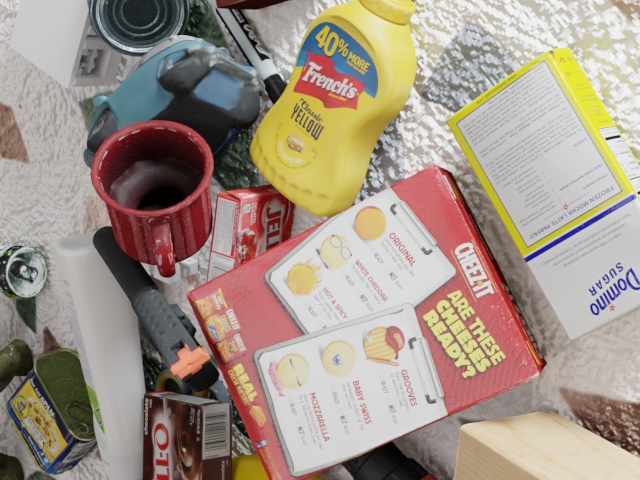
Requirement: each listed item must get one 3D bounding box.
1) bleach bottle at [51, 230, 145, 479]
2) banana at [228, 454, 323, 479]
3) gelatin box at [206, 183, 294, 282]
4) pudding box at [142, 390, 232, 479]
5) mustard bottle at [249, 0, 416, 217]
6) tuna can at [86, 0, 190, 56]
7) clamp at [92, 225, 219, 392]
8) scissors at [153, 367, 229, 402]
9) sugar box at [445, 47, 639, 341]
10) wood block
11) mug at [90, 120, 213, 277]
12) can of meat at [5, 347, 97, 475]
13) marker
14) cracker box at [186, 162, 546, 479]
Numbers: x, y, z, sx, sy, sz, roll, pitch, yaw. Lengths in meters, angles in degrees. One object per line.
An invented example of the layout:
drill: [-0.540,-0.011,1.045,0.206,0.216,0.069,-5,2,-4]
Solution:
bleach bottle: [-0.195,0.121,1.003,0.103,0.068,0.251,-154,55,-69]
banana: [-0.038,0.220,0.911,0.198,0.037,0.069,17,87,44]
gelatin box: [-0.056,0.001,0.875,0.030,0.073,0.089,18,108,32]
pudding box: [-0.119,0.194,0.941,0.090,0.039,0.113,1,88,46]
mustard bottle: [0.020,-0.118,0.806,0.096,0.058,0.192,45,121,28]
tuna can: [-0.154,-0.200,0.904,0.086,0.086,0.034,-61,28,28]
clamp: [-0.129,0.063,0.862,0.164,0.036,0.210,55,172,-11]
scissors: [-0.140,0.204,1.011,0.096,0.016,0.202,39,119,27]
sugar box: [0.168,-0.031,0.717,0.093,0.048,0.176,-34,81,36]
wood block: [0.181,0.192,0.674,0.206,0.090,0.091,25,114,56]
mug: [-0.125,-0.024,0.834,0.081,0.093,0.117,90,167,-56]
can of meat: [-0.264,0.174,1.075,0.084,0.057,0.102,-47,70,35]
marker: [-0.057,-0.159,0.881,0.020,0.020,0.121,-41,73,35]
cracker box: [0.032,0.065,0.782,0.214,0.072,0.164,-27,82,16]
